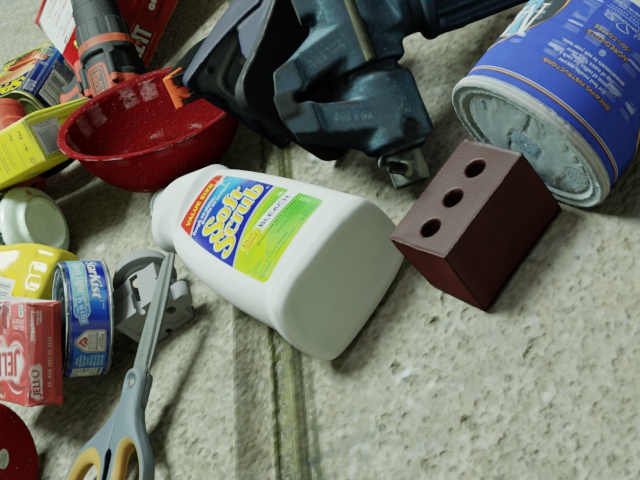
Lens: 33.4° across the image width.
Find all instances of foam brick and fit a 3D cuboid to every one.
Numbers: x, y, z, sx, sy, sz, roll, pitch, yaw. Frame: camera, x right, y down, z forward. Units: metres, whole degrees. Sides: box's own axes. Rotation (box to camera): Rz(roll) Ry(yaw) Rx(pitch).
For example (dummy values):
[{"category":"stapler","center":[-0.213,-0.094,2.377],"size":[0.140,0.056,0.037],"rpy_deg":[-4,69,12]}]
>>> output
[{"category":"foam brick","center":[0.089,-0.010,0.615],"size":[0.078,0.051,0.053],"rpy_deg":[-53,36,-11]}]

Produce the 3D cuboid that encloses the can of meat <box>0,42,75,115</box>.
[{"category":"can of meat","center":[-0.320,-0.161,1.164],"size":[0.102,0.057,0.084],"rpy_deg":[-12,44,36]}]

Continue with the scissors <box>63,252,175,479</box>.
[{"category":"scissors","center":[-0.136,0.110,0.719],"size":[0.096,0.016,0.201],"rpy_deg":[-27,49,33]}]

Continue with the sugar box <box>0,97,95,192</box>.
[{"category":"sugar box","center":[-0.282,-0.065,0.935],"size":[0.176,0.048,0.093],"rpy_deg":[-25,6,30]}]

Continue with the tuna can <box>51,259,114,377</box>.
[{"category":"tuna can","center":[-0.175,0.057,0.780],"size":[0.086,0.033,0.086],"rpy_deg":[179,90,-69]}]

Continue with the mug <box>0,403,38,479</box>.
[{"category":"mug","center":[-0.259,0.159,0.740],"size":[0.082,0.117,0.093],"rpy_deg":[-21,70,22]}]

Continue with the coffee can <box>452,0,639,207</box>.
[{"category":"coffee can","center":[0.157,-0.104,0.599],"size":[0.140,0.102,0.103],"rpy_deg":[-50,36,-8]}]

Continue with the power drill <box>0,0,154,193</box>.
[{"category":"power drill","center":[-0.243,-0.135,1.001],"size":[0.188,0.057,0.184],"rpy_deg":[-26,73,31]}]

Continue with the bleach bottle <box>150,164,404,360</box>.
[{"category":"bleach bottle","center":[-0.055,0.001,0.738],"size":[0.102,0.068,0.251],"rpy_deg":[-54,34,-14]}]

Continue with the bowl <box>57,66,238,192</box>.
[{"category":"bowl","center":[-0.130,-0.086,0.876],"size":[0.162,0.055,0.162],"rpy_deg":[-13,31,8]}]

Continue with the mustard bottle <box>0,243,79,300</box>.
[{"category":"mustard bottle","center":[-0.291,0.038,0.869],"size":[0.192,0.058,0.096],"rpy_deg":[12,86,23]}]

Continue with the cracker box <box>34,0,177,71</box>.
[{"category":"cracker box","center":[-0.217,-0.263,1.115],"size":[0.164,0.072,0.214],"rpy_deg":[-63,35,12]}]

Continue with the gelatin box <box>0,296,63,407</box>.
[{"category":"gelatin box","center":[-0.216,0.079,0.767],"size":[0.089,0.030,0.073],"rpy_deg":[0,90,52]}]
